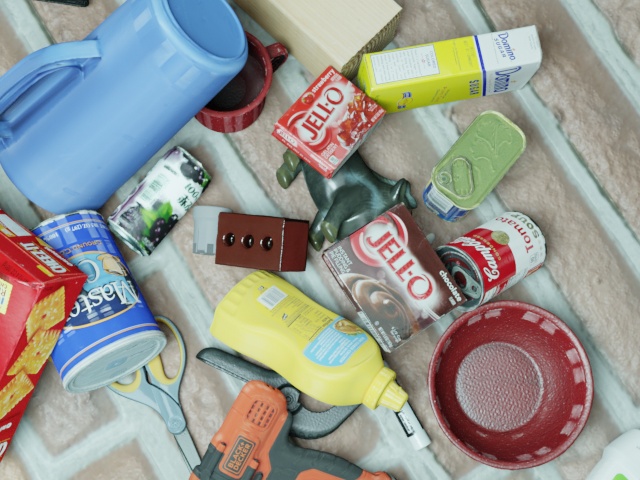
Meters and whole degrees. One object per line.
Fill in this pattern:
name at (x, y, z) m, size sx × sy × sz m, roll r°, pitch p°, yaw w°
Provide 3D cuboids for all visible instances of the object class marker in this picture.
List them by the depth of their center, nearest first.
marker at (0.072, 0.150, 1.054) m, size 0.020 × 0.020 × 0.121 m, roll -27°, pitch 82°, yaw -8°

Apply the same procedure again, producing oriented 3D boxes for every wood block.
wood block at (-0.026, -0.259, 1.088) m, size 0.206 × 0.090 × 0.090 m, roll 43°, pitch 80°, yaw 5°

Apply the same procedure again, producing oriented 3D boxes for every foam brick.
foam brick at (-0.057, 0.001, 1.036) m, size 0.078 × 0.051 × 0.053 m, roll 5°, pitch 92°, yaw 30°

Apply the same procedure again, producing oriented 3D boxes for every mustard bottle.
mustard bottle at (-0.003, 0.103, 1.006) m, size 0.192 × 0.096 × 0.058 m, roll 30°, pitch 123°, yaw 15°

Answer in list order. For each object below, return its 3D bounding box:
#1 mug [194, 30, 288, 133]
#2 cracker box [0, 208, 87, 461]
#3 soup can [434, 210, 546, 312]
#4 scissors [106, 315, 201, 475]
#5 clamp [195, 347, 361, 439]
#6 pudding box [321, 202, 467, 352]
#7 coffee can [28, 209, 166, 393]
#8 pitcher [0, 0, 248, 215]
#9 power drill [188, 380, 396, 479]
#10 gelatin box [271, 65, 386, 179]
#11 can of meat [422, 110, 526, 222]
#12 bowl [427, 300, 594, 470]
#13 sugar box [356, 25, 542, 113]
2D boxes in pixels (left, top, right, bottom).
mug at (-0.085, -0.162, 1.070) m, size 0.117 × 0.081 × 0.093 m, roll -32°, pitch 83°, yaw -9°
cracker box at (-0.324, 0.078, 0.954) m, size 0.164 × 0.072 × 0.214 m, roll 35°, pitch 107°, yaw 19°
soup can at (0.164, 0.019, 1.041) m, size 0.102 × 0.069 × 0.068 m, roll -26°, pitch 81°, yaw -35°
scissors at (-0.161, 0.174, 1.037) m, size 0.096 × 0.016 × 0.202 m, roll -9°, pitch 79°, yaw -3°
clamp at (-0.040, 0.147, 1.038) m, size 0.171 × 0.039 × 0.120 m, roll -14°, pitch 85°, yaw -11°
pudding box at (0.067, 0.035, 0.997) m, size 0.090 × 0.039 × 0.113 m, roll -33°, pitch 90°, yaw -9°
coffee can at (-0.221, 0.057, 1.001) m, size 0.102 × 0.103 × 0.140 m, roll -28°, pitch 74°, yaw -8°
pitcher at (-0.188, -0.135, 0.966) m, size 0.243 × 0.149 × 0.145 m, roll -35°, pitch 103°, yaw 34°
power drill at (-0.032, 0.246, 0.990) m, size 0.187 × 0.057 × 0.184 m, roll 29°, pitch 89°, yaw -11°
gelatin box at (0.008, -0.114, 1.030) m, size 0.073 × 0.030 × 0.089 m, roll 39°, pitch 67°, yaw 5°
can of meat at (0.150, -0.071, 1.066) m, size 0.057 × 0.084 × 0.102 m, roll 39°, pitch 79°, yaw 4°
bowl at (0.180, 0.142, 1.043) m, size 0.162 × 0.055 × 0.162 m, roll 1°, pitch 79°, yaw -3°
sugar box at (0.127, -0.169, 1.079) m, size 0.176 × 0.093 × 0.048 m, roll -8°, pitch 81°, yaw -5°
